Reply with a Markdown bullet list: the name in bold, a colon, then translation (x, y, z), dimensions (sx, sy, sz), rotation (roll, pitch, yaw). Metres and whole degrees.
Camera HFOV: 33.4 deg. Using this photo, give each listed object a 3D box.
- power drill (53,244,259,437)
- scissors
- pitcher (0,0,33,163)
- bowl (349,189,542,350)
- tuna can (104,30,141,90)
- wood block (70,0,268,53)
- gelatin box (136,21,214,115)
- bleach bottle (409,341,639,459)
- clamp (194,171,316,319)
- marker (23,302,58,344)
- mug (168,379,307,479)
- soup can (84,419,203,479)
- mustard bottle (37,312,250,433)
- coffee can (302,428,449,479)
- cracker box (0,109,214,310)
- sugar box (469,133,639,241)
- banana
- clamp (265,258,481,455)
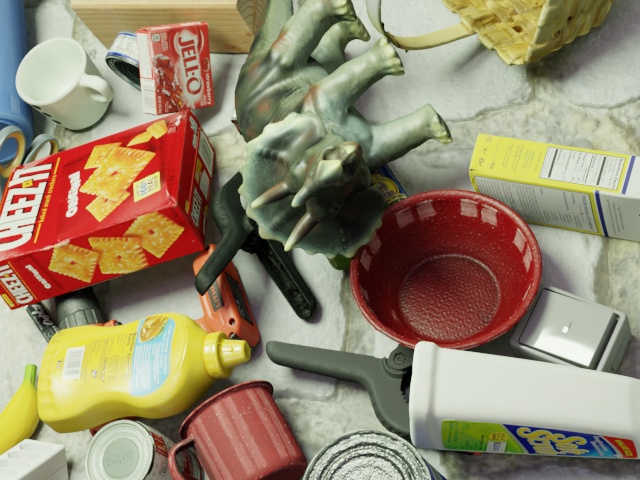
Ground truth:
- **power drill**: translation (-0.164, 0.080, 1.032), dimensions (0.188, 0.057, 0.184), rotation (-29, 63, 9)
- **scissors**: translation (-0.350, -0.038, 1.140), dimensions (0.016, 0.096, 0.201), rotation (23, 73, 30)
- **pitcher**: translation (-0.405, -0.208, 1.218), dimensions (0.149, 0.144, 0.243), rotation (-37, 56, 39)
- **bowl**: translation (0.108, 0.036, 0.917), dimensions (0.162, 0.055, 0.162), rotation (-6, 56, 9)
- **tuna can**: translation (-0.187, -0.187, 1.147), dimensions (0.086, 0.086, 0.033), rotation (21, 76, 28)
- **wood block**: translation (-0.156, -0.268, 1.171), dimensions (0.206, 0.090, 0.091), rotation (6, 68, 23)
- **gelatin box**: translation (-0.149, -0.178, 1.103), dimensions (0.030, 0.073, 0.089), rotation (18, 116, 46)
- **bleach bottle**: translation (0.197, 0.132, 0.827), dimensions (0.251, 0.102, 0.068), rotation (4, 60, 9)
- **clamp**: translation (-0.057, 0.001, 1.020), dimensions (0.039, 0.120, 0.171), rotation (-42, 32, 40)
- **marker**: translation (-0.287, 0.081, 1.099), dimensions (0.020, 0.020, 0.121), rotation (-42, 59, -2)
- **mug**: translation (-0.074, 0.184, 0.921), dimensions (0.117, 0.093, 0.081), rotation (-16, 60, -30)
- **soup can**: translation (-0.154, 0.203, 0.943), dimensions (0.069, 0.102, 0.068), rotation (-8, 64, 17)
- **mustard bottle**: translation (-0.153, 0.112, 0.947), dimensions (0.192, 0.058, 0.096), rotation (-11, 50, 17)
- **coffee can**: translation (0.055, 0.214, 0.835), dimensions (0.103, 0.140, 0.103), rotation (-8, 64, 17)
- **cracker box**: translation (-0.219, -0.035, 1.066), dimensions (0.214, 0.072, 0.164), rotation (-16, 39, 13)
- **sugar box**: translation (0.223, -0.043, 0.919), dimensions (0.176, 0.093, 0.048), rotation (9, 70, 23)
- **banana**: translation (-0.344, 0.209, 1.054), dimensions (0.198, 0.037, 0.070), rotation (-39, 41, -1)
- **clamp**: translation (0.075, 0.101, 0.941), dimensions (0.210, 0.036, 0.164), rotation (38, 77, 27)
